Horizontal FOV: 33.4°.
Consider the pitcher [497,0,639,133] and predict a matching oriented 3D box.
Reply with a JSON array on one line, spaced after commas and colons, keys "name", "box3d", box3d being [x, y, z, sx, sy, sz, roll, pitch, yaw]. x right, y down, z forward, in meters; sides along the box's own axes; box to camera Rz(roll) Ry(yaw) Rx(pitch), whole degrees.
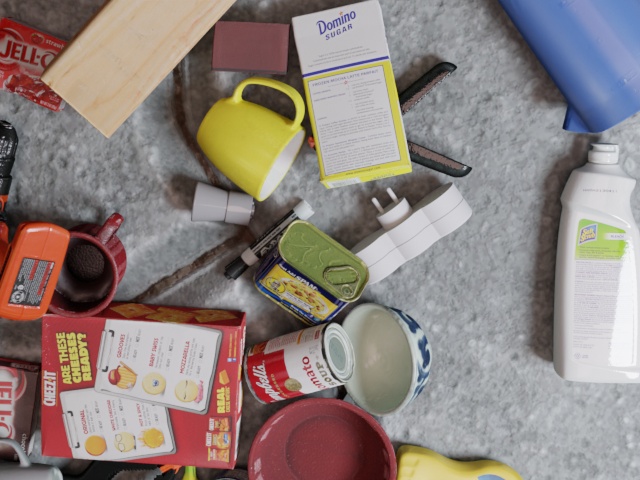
[{"name": "pitcher", "box3d": [0.259, -0.241, 1.049, 0.149, 0.145, 0.243, -41, 96, -23]}]

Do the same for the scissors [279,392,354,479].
[{"name": "scissors", "box3d": [-0.021, 0.242, 1.212, 0.096, 0.016, 0.202, 12, 102, -1]}]

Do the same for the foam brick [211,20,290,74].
[{"name": "foam brick", "box3d": [-0.071, -0.200, 1.103, 0.078, 0.053, 0.051, 3, 102, 0]}]

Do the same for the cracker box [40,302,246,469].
[{"name": "cracker box", "box3d": [-0.192, 0.156, 1.171, 0.213, 0.072, 0.164, 4, 101, 2]}]

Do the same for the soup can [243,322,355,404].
[{"name": "soup can", "box3d": [-0.022, 0.132, 1.146, 0.102, 0.068, 0.068, -18, 101, 27]}]

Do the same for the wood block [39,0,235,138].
[{"name": "wood block", "box3d": [-0.176, -0.213, 1.068, 0.090, 0.091, 0.206, 42, 95, -18]}]

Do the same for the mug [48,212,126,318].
[{"name": "mug", "box3d": [-0.247, 0.018, 1.137, 0.093, 0.081, 0.117, 33, 101, -5]}]

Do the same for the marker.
[{"name": "marker", "box3d": [-0.058, 0.001, 1.161, 0.121, 0.020, 0.020, -41, 98, 9]}]

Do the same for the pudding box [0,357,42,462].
[{"name": "pudding box", "box3d": [-0.363, 0.187, 1.197, 0.090, 0.039, 0.113, 9, 102, -2]}]

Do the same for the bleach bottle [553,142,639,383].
[{"name": "bleach bottle", "box3d": [0.303, 0.023, 1.135, 0.102, 0.068, 0.251, 1, 100, 1]}]

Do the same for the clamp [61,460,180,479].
[{"name": "clamp", "box3d": [-0.258, 0.287, 1.204, 0.210, 0.036, 0.164, -34, 82, 4]}]

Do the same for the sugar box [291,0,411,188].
[{"name": "sugar box", "box3d": [0.032, -0.149, 1.089, 0.093, 0.048, 0.176, -10, 81, 8]}]

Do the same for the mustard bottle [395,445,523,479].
[{"name": "mustard bottle", "box3d": [0.173, 0.292, 1.195, 0.191, 0.058, 0.096, 10, 97, -1]}]

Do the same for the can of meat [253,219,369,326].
[{"name": "can of meat", "box3d": [-0.012, 0.038, 1.129, 0.102, 0.057, 0.084, 35, 143, -5]}]

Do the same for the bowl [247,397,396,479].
[{"name": "bowl", "box3d": [0.002, 0.243, 1.173, 0.162, 0.055, 0.162, 0, 99, 3]}]

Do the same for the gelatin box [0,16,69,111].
[{"name": "gelatin box", "box3d": [-0.303, -0.186, 1.123, 0.089, 0.030, 0.073, 22, 101, -4]}]

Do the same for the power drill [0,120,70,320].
[{"name": "power drill", "box3d": [-0.323, -0.015, 1.092, 0.057, 0.188, 0.184, 9, 106, -40]}]

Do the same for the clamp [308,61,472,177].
[{"name": "clamp", "box3d": [0.076, -0.107, 1.122, 0.171, 0.039, 0.120, -17, 86, 10]}]
